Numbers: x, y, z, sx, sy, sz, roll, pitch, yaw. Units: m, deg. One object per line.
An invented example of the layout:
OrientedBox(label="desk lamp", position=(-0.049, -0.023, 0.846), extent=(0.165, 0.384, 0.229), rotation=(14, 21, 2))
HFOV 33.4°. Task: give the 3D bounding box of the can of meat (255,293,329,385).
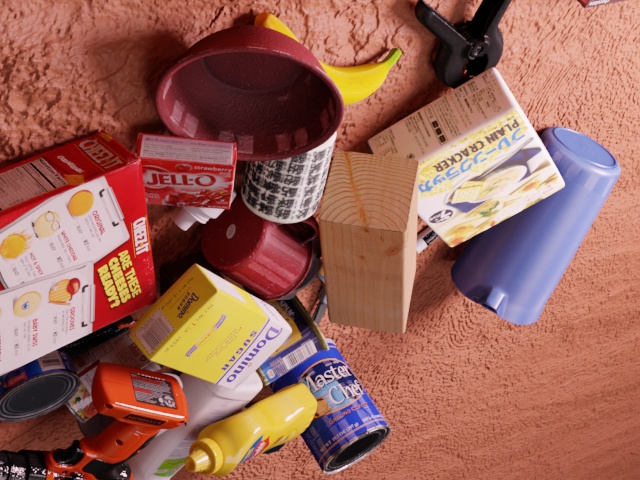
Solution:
OrientedBox(label="can of meat", position=(-0.053, 0.103, 1.213), extent=(0.084, 0.102, 0.057), rotation=(-32, 147, -8))

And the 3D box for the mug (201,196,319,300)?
OrientedBox(label="mug", position=(-0.057, 0.001, 1.085), extent=(0.117, 0.093, 0.081), rotation=(-22, 149, 23))

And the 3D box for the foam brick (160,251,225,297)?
OrientedBox(label="foam brick", position=(-0.126, 0.061, 1.109), extent=(0.051, 0.078, 0.053), rotation=(-23, 146, -27))

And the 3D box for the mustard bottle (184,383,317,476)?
OrientedBox(label="mustard bottle", position=(-0.089, 0.229, 1.248), extent=(0.096, 0.058, 0.191), rotation=(-46, 163, 33))

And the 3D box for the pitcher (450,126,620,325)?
OrientedBox(label="pitcher", position=(0.282, -0.025, 1.383), extent=(0.144, 0.149, 0.243), rotation=(8, 123, -31))

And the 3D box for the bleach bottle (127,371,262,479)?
OrientedBox(label="bleach bottle", position=(-0.183, 0.238, 1.287), extent=(0.251, 0.068, 0.102), rotation=(-48, 151, 18))

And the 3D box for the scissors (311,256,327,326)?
OrientedBox(label="scissors", position=(-0.001, 0.060, 1.292), extent=(0.096, 0.016, 0.202), rotation=(6, 127, -46))

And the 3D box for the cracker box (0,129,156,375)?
OrientedBox(label="cracker box", position=(-0.252, 0.020, 0.904), extent=(0.213, 0.072, 0.164), rotation=(-27, 137, -29))

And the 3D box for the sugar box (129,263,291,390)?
OrientedBox(label="sugar box", position=(-0.102, 0.090, 1.044), extent=(0.093, 0.048, 0.176), rotation=(-45, 150, 5))

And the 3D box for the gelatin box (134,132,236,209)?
OrientedBox(label="gelatin box", position=(-0.122, -0.060, 0.960), extent=(0.089, 0.030, 0.073), rotation=(4, 149, -7))

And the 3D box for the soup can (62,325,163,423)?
OrientedBox(label="soup can", position=(-0.223, 0.133, 1.110), extent=(0.102, 0.069, 0.068), rotation=(-35, 148, -8))

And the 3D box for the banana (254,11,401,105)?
OrientedBox(label="banana", position=(0.001, -0.163, 1.001), extent=(0.197, 0.037, 0.070), rotation=(2, 102, -50))

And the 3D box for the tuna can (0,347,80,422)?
OrientedBox(label="tuna can", position=(-0.278, 0.139, 1.031), extent=(0.086, 0.034, 0.086), rotation=(-24, 154, -13))

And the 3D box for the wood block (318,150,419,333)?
OrientedBox(label="wood block", position=(0.054, 0.007, 1.142), extent=(0.090, 0.090, 0.206), rotation=(8, 148, 10))

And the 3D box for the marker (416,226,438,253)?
OrientedBox(label="marker", position=(0.164, -0.028, 1.344), extent=(0.121, 0.020, 0.020), rotation=(-39, 148, 0))

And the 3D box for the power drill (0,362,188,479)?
OrientedBox(label="power drill", position=(-0.235, 0.199, 1.062), extent=(0.184, 0.057, 0.188), rotation=(17, 128, -41))

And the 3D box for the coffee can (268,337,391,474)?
OrientedBox(label="coffee can", position=(0.010, 0.210, 1.359), extent=(0.102, 0.140, 0.103), rotation=(-28, 155, -15))

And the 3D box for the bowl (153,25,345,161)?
OrientedBox(label="bowl", position=(-0.060, -0.134, 0.916), extent=(0.162, 0.055, 0.162), rotation=(1, 151, 0))

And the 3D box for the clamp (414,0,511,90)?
OrientedBox(label="clamp", position=(0.144, -0.205, 1.087), extent=(0.120, 0.039, 0.171), rotation=(-16, 145, -14))
